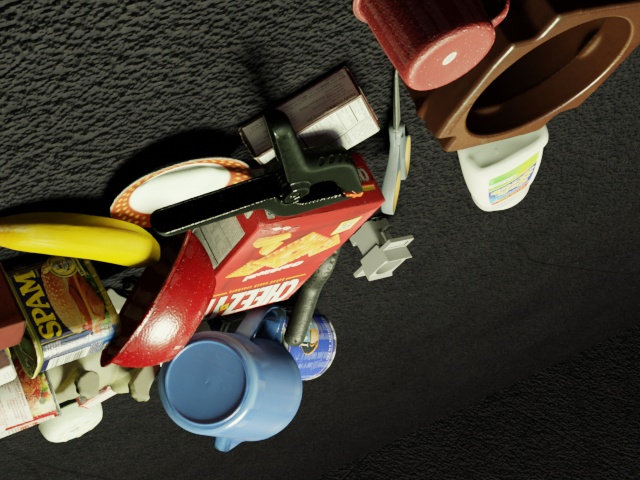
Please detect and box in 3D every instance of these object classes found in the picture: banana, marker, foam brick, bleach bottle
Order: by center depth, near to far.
[{"bbox_3d":[-0.292,0.054,0.910,0.051,0.078,0.053,-19,159,-29],"label":"foam brick"},{"bbox_3d":[-0.200,0.003,0.936,0.070,0.037,0.197,-20,161,27],"label":"banana"},{"bbox_3d":[-0.182,0.058,1.165,0.020,0.020,0.121,-32,161,10],"label":"marker"},{"bbox_3d":[0.225,-0.089,1.293,0.102,0.068,0.250,-30,164,6],"label":"bleach bottle"}]

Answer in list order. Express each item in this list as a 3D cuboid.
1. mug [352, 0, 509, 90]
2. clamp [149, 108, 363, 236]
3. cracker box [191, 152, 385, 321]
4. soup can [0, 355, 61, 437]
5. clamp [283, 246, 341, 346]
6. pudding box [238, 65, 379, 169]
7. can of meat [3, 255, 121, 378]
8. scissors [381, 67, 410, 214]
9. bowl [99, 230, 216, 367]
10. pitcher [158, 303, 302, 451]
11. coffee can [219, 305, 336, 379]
[{"bbox_3d":[0.095,-0.178,0.845,0.117,0.081,0.093,-24,161,-13],"label":"mug"},{"bbox_3d":[-0.027,-0.058,0.931,0.209,0.036,0.165,-5,153,-46],"label":"clamp"},{"bbox_3d":[-0.057,0.001,1.111,0.163,0.072,0.214,-12,156,-40],"label":"cracker box"},{"bbox_3d":[-0.298,0.147,0.984,0.102,0.068,0.068,-19,159,-16],"label":"soup can"},{"bbox_3d":[-0.008,0.040,1.234,0.039,0.120,0.172,10,139,-13],"label":"clamp"},{"bbox_3d":[-0.008,-0.101,0.968,0.113,0.039,0.090,-32,160,4],"label":"pudding box"},{"bbox_3d":[-0.240,0.063,0.969,0.083,0.102,0.058,-18,158,-33],"label":"can of meat"},{"bbox_3d":[0.072,-0.089,1.064,0.016,0.096,0.201,11,167,11],"label":"scissors"},{"bbox_3d":[-0.147,0.063,1.023,0.162,0.055,0.162,-52,-164,20],"label":"bowl"},{"bbox_3d":[-0.099,0.155,1.217,0.145,0.149,0.242,-21,169,3],"label":"pitcher"},{"bbox_3d":[-0.056,0.137,1.416,0.103,0.103,0.140,-36,160,21],"label":"coffee can"}]
